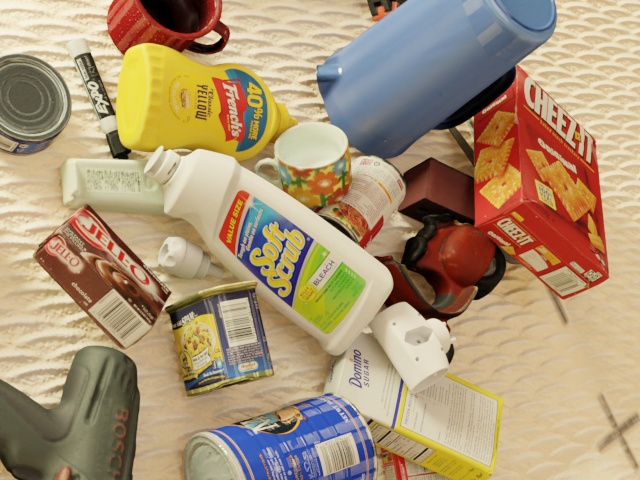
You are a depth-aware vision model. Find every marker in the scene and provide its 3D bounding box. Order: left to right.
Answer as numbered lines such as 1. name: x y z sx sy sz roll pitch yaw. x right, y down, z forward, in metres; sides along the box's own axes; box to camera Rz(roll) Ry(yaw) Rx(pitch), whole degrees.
1. marker: -0.204 -0.130 0.989 0.020 0.020 0.121 -20 85 -36

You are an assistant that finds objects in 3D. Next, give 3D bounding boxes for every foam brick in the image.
1. foam brick: 0.132 -0.047 1.159 0.078 0.053 0.051 22 63 -24

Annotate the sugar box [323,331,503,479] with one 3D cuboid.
1. sugar box: 0.089 0.163 1.038 0.176 0.048 0.093 25 47 -9

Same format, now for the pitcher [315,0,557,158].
1. pitcher: 0.126 -0.189 1.087 0.145 0.243 0.149 55 47 -3

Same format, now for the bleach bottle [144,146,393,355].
1. bleach bottle: -0.056 0.001 0.987 0.250 0.068 0.103 34 100 -20

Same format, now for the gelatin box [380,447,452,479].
1. gelatin box: 0.107 0.231 1.061 0.089 0.030 0.073 1 72 -32

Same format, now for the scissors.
1. scissors: 0.190 -0.052 1.221 0.201 0.016 0.096 41 56 -15

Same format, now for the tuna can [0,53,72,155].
1. tuna can: -0.263 -0.120 0.938 0.086 0.034 0.086 11 68 -30

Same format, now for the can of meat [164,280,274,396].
1. can of meat: -0.089 0.088 0.940 0.057 0.102 0.084 -8 80 -35

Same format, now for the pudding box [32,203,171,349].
1. pudding box: -0.183 0.029 0.908 0.113 0.039 0.090 50 14 -11

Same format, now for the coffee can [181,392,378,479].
1. coffee can: -0.035 0.200 0.934 0.140 0.103 0.103 -12 81 -36

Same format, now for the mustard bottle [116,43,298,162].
1. mustard bottle: -0.099 -0.123 1.022 0.191 0.058 0.096 6 83 -41

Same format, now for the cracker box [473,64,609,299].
1. cracker box: 0.244 -0.067 1.183 0.164 0.072 0.213 36 43 -31

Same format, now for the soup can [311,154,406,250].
1. soup can: 0.035 -0.032 1.082 0.068 0.069 0.102 47 54 -11

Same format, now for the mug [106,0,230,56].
1. mug: -0.142 -0.213 1.019 0.117 0.082 0.093 23 63 -25
